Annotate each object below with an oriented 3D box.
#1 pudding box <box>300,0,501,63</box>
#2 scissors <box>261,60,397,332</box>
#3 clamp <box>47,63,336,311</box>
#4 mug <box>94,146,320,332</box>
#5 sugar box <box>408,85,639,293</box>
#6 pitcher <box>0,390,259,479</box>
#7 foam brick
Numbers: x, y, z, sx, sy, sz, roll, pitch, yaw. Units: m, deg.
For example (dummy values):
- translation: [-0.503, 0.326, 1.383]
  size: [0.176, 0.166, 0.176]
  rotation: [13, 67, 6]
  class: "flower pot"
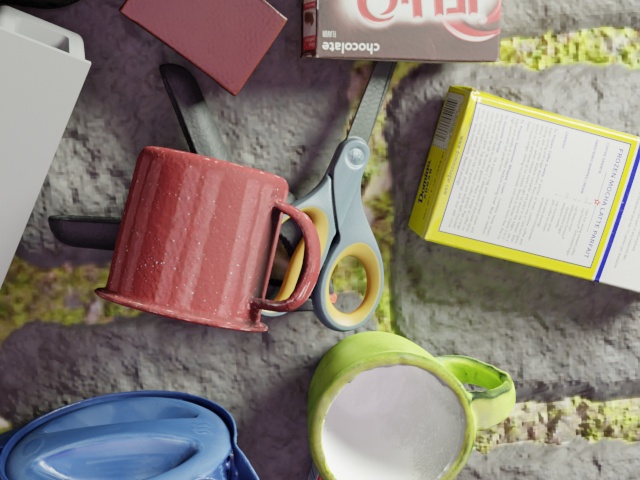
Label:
- translation: [0.046, -0.145, 0.599]
  size: [0.113, 0.039, 0.090]
  rotation: [-1, 96, -14]
  class: "pudding box"
- translation: [0.028, -0.032, 0.630]
  size: [0.096, 0.016, 0.201]
  rotation: [39, 80, -23]
  class: "scissors"
- translation: [-0.069, -0.005, 0.626]
  size: [0.120, 0.039, 0.171]
  rotation: [-44, 105, 3]
  class: "clamp"
- translation: [-0.054, 0.001, 0.557]
  size: [0.117, 0.093, 0.081]
  rotation: [13, 90, 26]
  class: "mug"
- translation: [0.151, -0.027, 0.648]
  size: [0.176, 0.048, 0.093]
  rotation: [14, 101, -14]
  class: "sugar box"
- translation: [-0.117, 0.220, 0.636]
  size: [0.144, 0.149, 0.243]
  rotation: [-11, 108, -24]
  class: "pitcher"
- translation: [-0.065, -0.125, 0.593]
  size: [0.078, 0.051, 0.053]
  rotation: [36, 95, -14]
  class: "foam brick"
